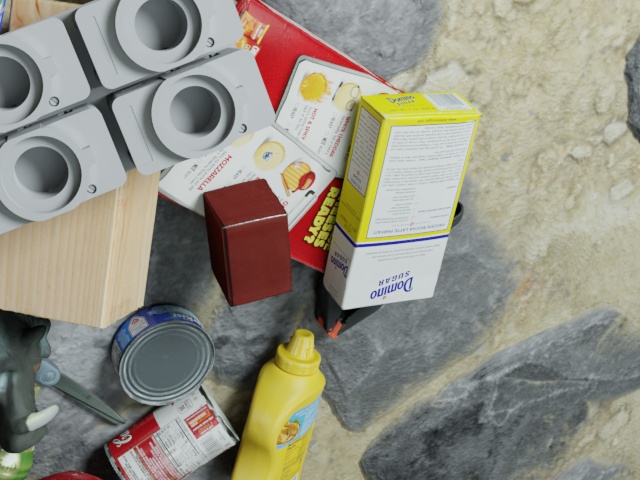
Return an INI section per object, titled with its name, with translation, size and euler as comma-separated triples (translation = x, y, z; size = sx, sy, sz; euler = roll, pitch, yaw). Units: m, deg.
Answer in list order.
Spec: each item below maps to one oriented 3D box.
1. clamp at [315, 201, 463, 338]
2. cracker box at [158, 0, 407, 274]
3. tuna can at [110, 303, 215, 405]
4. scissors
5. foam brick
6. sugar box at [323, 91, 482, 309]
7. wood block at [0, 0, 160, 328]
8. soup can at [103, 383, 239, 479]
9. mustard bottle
[clamp]
translation = 0.044, 0.010, 0.965
size = 0.120, 0.039, 0.171
euler = 33, 100, -37
[cracker box]
translation = -0.036, -0.086, 0.846
size = 0.213, 0.072, 0.164
euler = 25, 106, -37
[tuna can]
translation = -0.137, 0.098, 0.925
size = 0.086, 0.034, 0.086
euler = -13, 123, -21
[scissors]
translation = -0.249, 0.116, 0.889
size = 0.096, 0.016, 0.201
euler = -31, 128, -6
[foam brick]
translation = -0.055, 0.001, 0.812
size = 0.051, 0.053, 0.078
euler = -15, 130, -15
[sugar box]
translation = 0.063, -0.031, 0.860
size = 0.093, 0.048, 0.176
euler = -5, 127, -28
[wood block]
translation = -0.163, -0.055, 0.732
size = 0.091, 0.090, 0.206
euler = 10, 99, 8
[soup can]
translation = -0.132, 0.182, 0.956
size = 0.102, 0.069, 0.068
euler = -34, 128, -7
[mustard bottle]
translation = -0.037, 0.168, 0.993
size = 0.096, 0.058, 0.192
euler = -26, 136, -58
